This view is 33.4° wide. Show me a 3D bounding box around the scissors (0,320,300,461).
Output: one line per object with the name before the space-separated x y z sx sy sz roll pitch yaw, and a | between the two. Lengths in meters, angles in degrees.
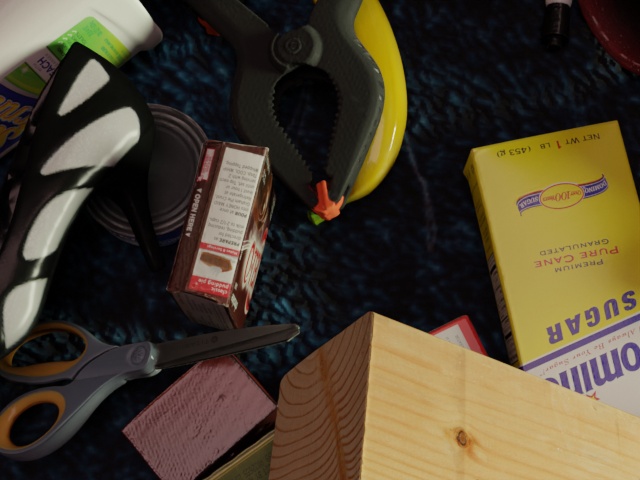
scissors | -0.111 0.084 0.601 0.202 0.016 0.096 1 60 29

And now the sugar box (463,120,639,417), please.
sugar box | 0.149 0.025 0.629 0.093 0.048 0.176 -12 75 0

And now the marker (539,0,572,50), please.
marker | 0.157 -0.181 0.693 0.020 0.020 0.121 7 77 5

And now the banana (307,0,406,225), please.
banana | 0.018 -0.110 0.675 0.069 0.037 0.198 -5 76 0

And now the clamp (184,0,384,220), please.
clamp | -0.024 -0.115 0.649 0.164 0.036 0.210 -6 79 9

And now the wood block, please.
wood block | 0.086 0.122 0.530 0.205 0.090 0.090 23 51 -21

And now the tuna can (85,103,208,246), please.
tuna can | -0.106 -0.039 0.666 0.086 0.034 0.086 -1 76 3

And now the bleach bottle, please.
bleach bottle | -0.220 -0.080 0.660 0.251 0.102 0.068 -42 72 -1

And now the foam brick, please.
foam brick | -0.067 0.106 0.618 0.078 0.053 0.051 -41 78 -6

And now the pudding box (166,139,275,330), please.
pudding box | -0.054 0.001 0.613 0.039 0.113 0.090 12 78 4
